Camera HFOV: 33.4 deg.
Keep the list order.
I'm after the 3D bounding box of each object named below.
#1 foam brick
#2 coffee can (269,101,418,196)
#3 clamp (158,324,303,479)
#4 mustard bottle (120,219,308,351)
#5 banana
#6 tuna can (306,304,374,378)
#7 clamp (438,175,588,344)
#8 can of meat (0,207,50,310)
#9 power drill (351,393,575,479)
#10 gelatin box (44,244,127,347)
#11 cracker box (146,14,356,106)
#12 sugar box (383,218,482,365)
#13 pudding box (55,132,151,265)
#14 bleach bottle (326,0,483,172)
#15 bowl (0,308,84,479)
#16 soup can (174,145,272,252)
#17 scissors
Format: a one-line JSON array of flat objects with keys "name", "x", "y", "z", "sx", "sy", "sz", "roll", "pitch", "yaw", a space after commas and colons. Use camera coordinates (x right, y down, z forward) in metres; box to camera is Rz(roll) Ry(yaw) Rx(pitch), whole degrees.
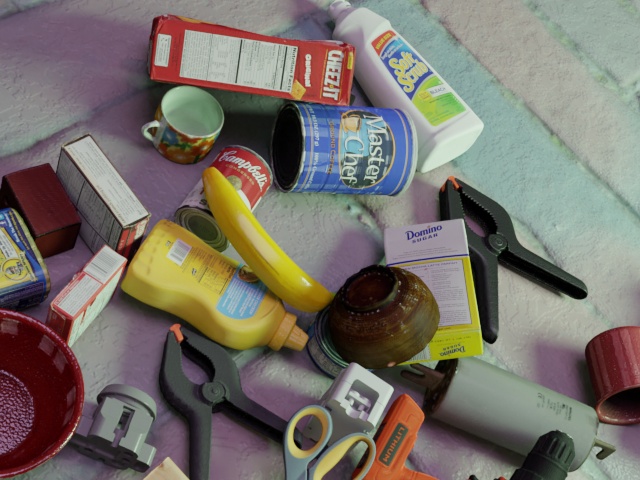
[{"name": "foam brick", "x": -0.280, "y": -0.028, "z": 1.061, "sx": 0.051, "sy": 0.053, "sz": 0.078, "roll": -21, "pitch": 68, "yaw": -33}, {"name": "coffee can", "x": 0.025, "y": -0.103, "z": 1.211, "sx": 0.140, "sy": 0.103, "sz": 0.103, "roll": 1, "pitch": 59, "yaw": -23}, {"name": "clamp", "x": -0.110, "y": 0.160, "z": 1.020, "sx": 0.120, "sy": 0.039, "sz": 0.171, "roll": -28, "pitch": 66, "yaw": -39}, {"name": "mustard bottle", "x": -0.099, "y": 0.058, "z": 1.078, "sx": 0.191, "sy": 0.058, "sz": 0.096, "roll": 29, "pitch": 36, "yaw": -3}, {"name": "banana", "x": -0.056, "y": 0.009, "z": 1.075, "sx": 0.198, "sy": 0.037, "sz": 0.069, "roll": 47, "pitch": 15, "yaw": -8}, {"name": "tuna can", "x": 0.029, "y": 0.104, "z": 1.120, "sx": 0.086, "sy": 0.034, "sz": 0.086, "roll": 11, "pitch": 55, "yaw": -17}, {"name": "clamp", "x": 0.213, "y": 0.012, "z": 1.259, "sx": 0.164, "sy": 0.036, "sz": 0.210, "roll": -13, "pitch": 64, "yaw": -29}, {"name": "can of meat", "x": -0.315, "y": 0.023, "z": 1.010, "sx": 0.083, "sy": 0.058, "sz": 0.102, "roll": -18, "pitch": 68, "yaw": -34}, {"name": "power drill", "x": 0.139, "y": 0.230, "z": 1.042, "sx": 0.187, "sy": 0.057, "sz": 0.184, "roll": 32, "pitch": 72, "yaw": 3}, {"name": "gelatin box", "x": -0.226, "y": 0.057, "z": 1.015, "sx": 0.030, "sy": 0.073, "sz": 0.089, "roll": 35, "pitch": 52, "yaw": 2}, {"name": "cracker box", "x": -0.082, "y": -0.200, "z": 1.178, "sx": 0.213, "sy": 0.164, "sz": 0.072, "roll": 6, "pitch": 100, "yaw": -11}, {"name": "sugar box", "x": 0.117, "y": 0.052, "z": 1.138, "sx": 0.093, "sy": 0.048, "sz": 0.176, "roll": -7, "pitch": 37, "yaw": 7}, {"name": "pudding box", "x": -0.221, "y": -0.036, "z": 1.068, "sx": 0.039, "sy": 0.090, "sz": 0.113, "roll": -31, "pitch": 74, "yaw": -35}, {"name": "bleach bottle", "x": 0.088, "y": -0.205, "z": 1.334, "sx": 0.102, "sy": 0.068, "sz": 0.251, "roll": -27, "pitch": 70, "yaw": -35}, {"name": "bowl", "x": -0.293, "y": 0.142, "z": 0.941, "sx": 0.162, "sy": 0.055, "sz": 0.162, "roll": 11, "pitch": 55, "yaw": -17}, {"name": "soup can", "x": -0.104, "y": -0.044, "z": 1.139, "sx": 0.068, "sy": 0.069, "sz": 0.102, "roll": 32, "pitch": 52, "yaw": -1}, {"name": "scissors", "x": -0.041, "y": 0.228, "z": 0.977, "sx": 0.201, "sy": 0.016, "sz": 0.096, "roll": -33, "pitch": 81, "yaw": -16}]
